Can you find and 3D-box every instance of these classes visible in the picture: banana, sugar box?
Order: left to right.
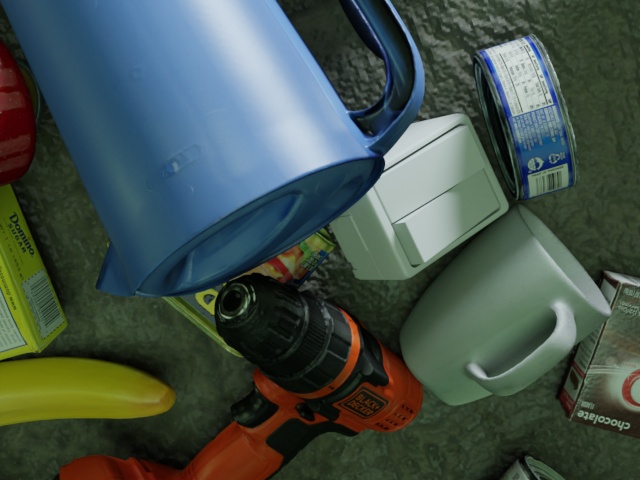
[{"bbox_3d":[-0.243,0.037,0.606,0.176,0.048,0.093,-15,102,16],"label":"sugar box"},{"bbox_3d":[-0.184,0.098,0.623,0.197,0.070,0.037,-12,126,-7],"label":"banana"}]

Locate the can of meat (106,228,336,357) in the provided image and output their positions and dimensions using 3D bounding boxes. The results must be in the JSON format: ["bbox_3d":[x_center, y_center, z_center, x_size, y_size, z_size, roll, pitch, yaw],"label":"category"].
[{"bbox_3d":[-0.054,0.001,0.606,0.102,0.057,0.084,41,97,-9],"label":"can of meat"}]

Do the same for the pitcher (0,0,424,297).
[{"bbox_3d":[-0.073,-0.106,0.515,0.149,0.145,0.243,-23,78,-33],"label":"pitcher"}]

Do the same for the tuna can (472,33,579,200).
[{"bbox_3d":[0.110,-0.065,0.576,0.034,0.086,0.086,-17,103,5],"label":"tuna can"}]

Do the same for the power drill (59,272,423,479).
[{"bbox_3d":[-0.050,0.103,0.587,0.188,0.057,0.184,-36,142,13],"label":"power drill"}]
